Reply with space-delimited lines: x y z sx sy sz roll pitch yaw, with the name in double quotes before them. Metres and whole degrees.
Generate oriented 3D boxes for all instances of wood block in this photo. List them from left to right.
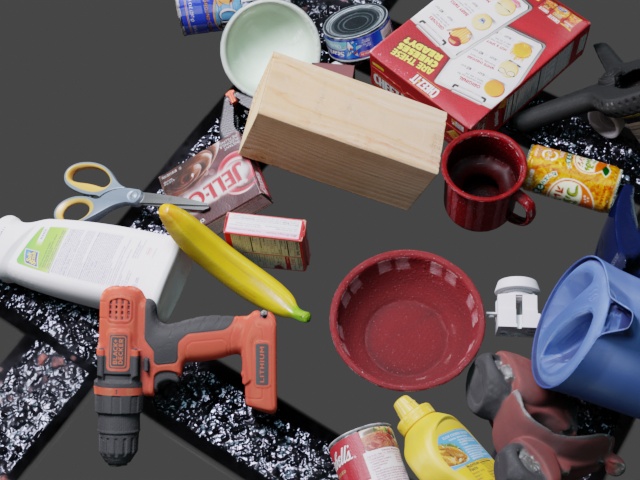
"wood block" 0.025 -0.120 1.188 0.206 0.091 0.090 18 59 -10

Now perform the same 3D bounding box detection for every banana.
"banana" -0.094 0.025 1.147 0.197 0.070 0.037 36 66 -9

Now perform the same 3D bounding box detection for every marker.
"marker" 0.068 -0.240 1.332 0.121 0.020 0.020 -30 63 -12

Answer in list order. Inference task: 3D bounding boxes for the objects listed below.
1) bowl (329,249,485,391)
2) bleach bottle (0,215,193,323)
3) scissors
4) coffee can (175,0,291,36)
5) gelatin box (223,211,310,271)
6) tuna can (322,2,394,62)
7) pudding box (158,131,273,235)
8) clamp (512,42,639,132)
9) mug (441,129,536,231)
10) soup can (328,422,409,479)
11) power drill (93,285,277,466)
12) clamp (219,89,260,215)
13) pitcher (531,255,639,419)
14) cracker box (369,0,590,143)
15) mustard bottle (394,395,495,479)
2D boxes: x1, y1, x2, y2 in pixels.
"bowl" 0.091 0.092 1.124 0.162 0.055 0.162 -2 61 3
"bleach bottle" -0.275 0.016 1.190 0.251 0.068 0.102 14 62 14
"scissors" -0.227 -0.035 1.219 0.202 0.016 0.096 23 72 30
"coffee can" -0.109 -0.317 1.340 0.140 0.103 0.103 -7 61 0
"gelatin box" -0.058 0.001 1.175 0.089 0.073 0.030 5 61 7
"tuna can" 0.047 -0.258 1.317 0.086 0.033 0.086 -12 39 10
"pudding box" -0.119 -0.058 1.212 0.114 0.039 0.090 -30 60 14
"clamp" 0.323 -0.168 1.206 0.164 0.036 0.210 -39 23 -11
"mug" 0.189 -0.056 1.185 0.117 0.081 0.093 34 68 20
"soup can" 0.055 0.238 1.037 0.068 0.068 0.102 -17 62 -6
"power drill" -0.137 0.139 1.093 0.187 0.057 0.184 1 89 -4
"clamp" -0.076 -0.103 1.256 0.120 0.039 0.172 -34 61 -13
"pitcher" 0.332 0.119 1.029 0.242 0.145 0.149 23 29 -10
"cracker box" 0.190 -0.225 1.286 0.213 0.072 0.164 -41 65 -17
"mustard bottle" 0.136 0.226 1.028 0.192 0.096 0.058 50 118 26
